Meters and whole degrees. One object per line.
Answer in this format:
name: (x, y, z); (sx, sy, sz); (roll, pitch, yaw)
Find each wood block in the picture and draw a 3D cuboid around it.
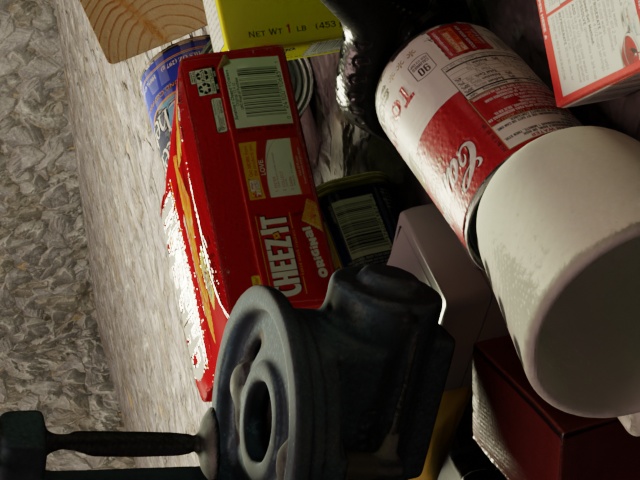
wood block: (-0.147, -0.212, 0.914); (0.206, 0.090, 0.091); (-106, -7, -77)

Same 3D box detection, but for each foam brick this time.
foam brick: (0.104, 0.077, 0.450); (0.078, 0.053, 0.051); (-131, 33, -61)

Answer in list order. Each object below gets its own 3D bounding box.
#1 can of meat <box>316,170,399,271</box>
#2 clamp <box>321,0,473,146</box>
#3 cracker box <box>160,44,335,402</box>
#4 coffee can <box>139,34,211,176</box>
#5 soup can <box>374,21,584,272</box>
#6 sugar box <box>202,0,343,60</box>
can of meat: (0.023, 0.019, 0.676); (0.102, 0.057, 0.084); (112, 142, -61)
clamp: (0.030, -0.101, 0.483); (0.039, 0.120, 0.171); (45, 149, 40)
cracker box: (-0.054, 0.001, 0.686); (0.214, 0.072, 0.164); (118, 141, -67)
coffee can: (-0.085, -0.084, 0.886); (0.103, 0.102, 0.140); (108, 147, -59)
soup can: (0.072, -0.041, 0.454); (0.102, 0.068, 0.068); (-118, 23, -47)
sugar box: (-0.035, -0.200, 0.660); (0.048, 0.093, 0.176); (156, 102, -73)
